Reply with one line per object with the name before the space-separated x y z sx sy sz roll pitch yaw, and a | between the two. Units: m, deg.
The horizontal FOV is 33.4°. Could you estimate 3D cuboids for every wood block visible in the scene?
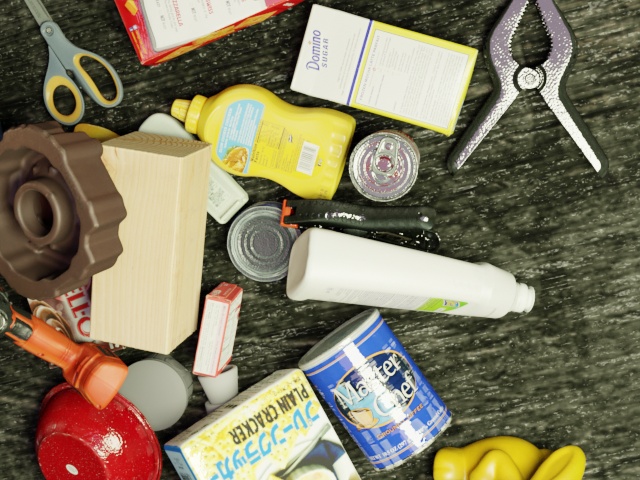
wood block | -0.175 0.000 1.104 0.091 0.090 0.206 10 107 13

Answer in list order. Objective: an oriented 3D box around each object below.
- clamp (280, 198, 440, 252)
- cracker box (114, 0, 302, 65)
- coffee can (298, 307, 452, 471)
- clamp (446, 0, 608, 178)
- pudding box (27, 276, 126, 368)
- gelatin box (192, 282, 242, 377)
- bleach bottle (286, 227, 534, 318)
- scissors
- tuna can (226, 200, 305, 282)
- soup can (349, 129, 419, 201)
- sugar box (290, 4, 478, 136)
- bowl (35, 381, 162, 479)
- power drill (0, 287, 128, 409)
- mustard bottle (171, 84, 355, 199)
clamp | 0.047 -0.016 1.112 0.172 0.120 0.039 7 72 19
cracker box | -0.115 -0.296 1.100 0.214 0.072 0.164 -22 96 9
coffee can | 0.058 0.157 1.130 0.103 0.102 0.140 -35 93 11
clamp | 0.224 -0.160 1.095 0.164 0.036 0.210 8 99 6
pudding box | -0.272 0.077 1.191 0.090 0.039 0.113 -16 97 8
gelatin box | -0.111 0.096 1.156 0.030 0.073 0.089 11 100 5
bleach bottle | 0.098 0.043 1.108 0.250 0.103 0.068 10 75 -12
scissors | -0.302 -0.209 1.164 0.202 0.016 0.096 44 101 -1
tuna can | -0.058 0.001 1.156 0.086 0.033 0.086 1 99 7
soup can | 0.067 -0.079 1.093 0.068 0.102 0.068 1 99 7
sugar box | 0.066 -0.177 1.109 0.176 0.048 0.093 18 100 8
bowl | -0.258 0.237 1.178 0.162 0.055 0.162 10 117 20
power drill | -0.287 0.098 1.075 0.187 0.185 0.057 39 81 -26
mustard bottle | -0.066 -0.112 1.127 0.191 0.058 0.096 18 113 4
